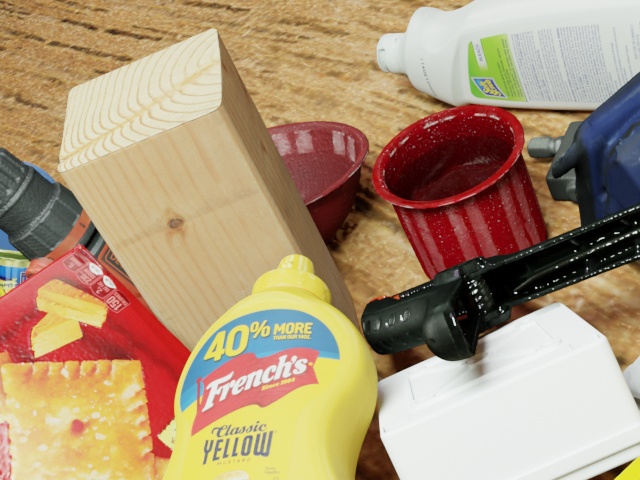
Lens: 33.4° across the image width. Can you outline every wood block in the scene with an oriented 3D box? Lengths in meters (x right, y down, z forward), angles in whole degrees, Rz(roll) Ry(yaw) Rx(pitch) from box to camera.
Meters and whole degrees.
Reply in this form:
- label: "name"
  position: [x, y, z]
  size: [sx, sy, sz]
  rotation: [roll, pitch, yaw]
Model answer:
- label: "wood block"
  position: [-0.054, 0.001, 0.604]
  size: [0.091, 0.206, 0.090]
  rotation: [-21, 36, 8]

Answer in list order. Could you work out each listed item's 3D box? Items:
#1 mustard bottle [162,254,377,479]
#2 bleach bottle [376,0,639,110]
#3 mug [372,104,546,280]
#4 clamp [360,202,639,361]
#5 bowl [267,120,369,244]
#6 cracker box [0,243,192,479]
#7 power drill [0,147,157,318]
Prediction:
- label: "mustard bottle"
  position: [-0.022, 0.080, 0.491]
  size: [0.096, 0.058, 0.191]
  rotation: [-12, 41, 20]
- label: "bleach bottle"
  position: [0.148, -0.139, 0.734]
  size: [0.251, 0.102, 0.068]
  rotation: [6, 42, 36]
- label: "mug"
  position: [0.092, -0.030, 0.655]
  size: [0.093, 0.081, 0.117]
  rotation: [-3, 42, 30]
- label: "clamp"
  position: [0.089, 0.025, 0.551]
  size: [0.164, 0.036, 0.210]
  rotation: [-22, -1, -19]
- label: "bowl"
  position: [-0.038, -0.024, 0.738]
  size: [0.162, 0.055, 0.162]
  rotation: [-15, 26, 7]
- label: "cracker box"
  position: [-0.150, 0.123, 0.534]
  size: [0.164, 0.072, 0.213]
  rotation: [44, 57, 12]
- label: "power drill"
  position: [-0.178, 0.056, 0.653]
  size: [0.058, 0.184, 0.187]
  rotation: [-15, 42, 46]
